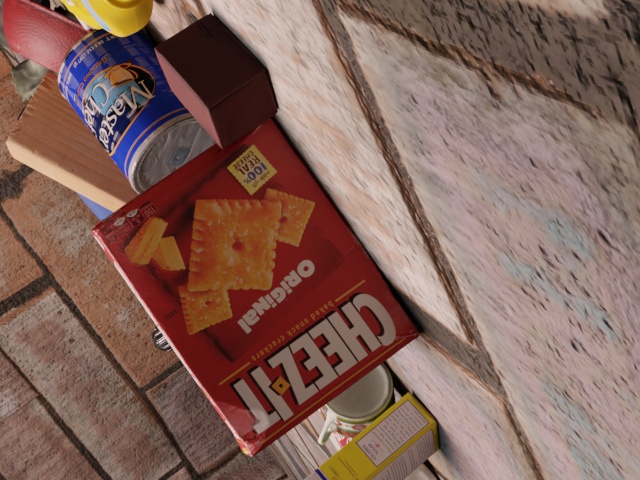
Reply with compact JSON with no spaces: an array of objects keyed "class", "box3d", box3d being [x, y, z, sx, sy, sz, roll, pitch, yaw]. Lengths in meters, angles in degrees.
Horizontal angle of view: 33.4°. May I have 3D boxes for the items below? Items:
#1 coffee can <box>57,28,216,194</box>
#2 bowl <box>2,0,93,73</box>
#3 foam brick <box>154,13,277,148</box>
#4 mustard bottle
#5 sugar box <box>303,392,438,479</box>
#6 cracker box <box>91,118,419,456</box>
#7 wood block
[{"class":"coffee can","box3d":[-0.171,-0.125,1.018,0.140,0.102,0.103,50,168,25]},{"class":"bowl","box3d":[-0.273,-0.205,1.129,0.162,0.055,0.162,26,-178,-1]},{"class":"foam brick","box3d":[-0.076,-0.117,0.785,0.078,0.053,0.051,49,167,29]},{"class":"mustard bottle","box3d":[-0.186,-0.222,0.910,0.192,0.058,0.096,33,151,61]},{"class":"sugar box","box3d":[0.032,0.226,1.008,0.048,0.176,0.093,49,167,27]},{"class":"cracker box","box3d":[-0.051,0.033,0.832,0.213,0.164,0.072,55,171,-1]},{"class":"wood block","box3d":[-0.223,-0.085,1.156,0.206,0.091,0.090,29,169,-6]}]
